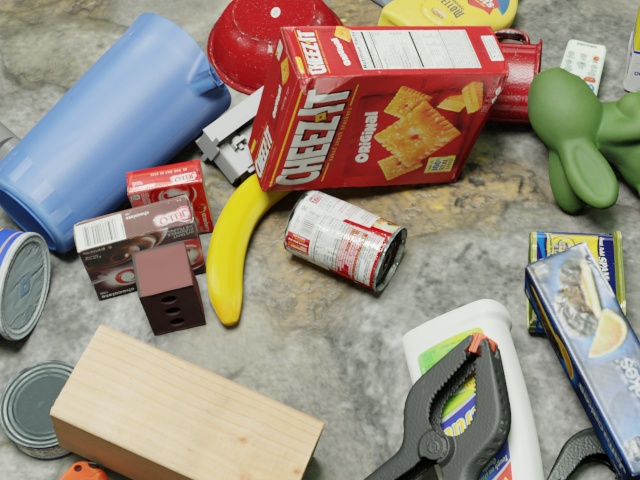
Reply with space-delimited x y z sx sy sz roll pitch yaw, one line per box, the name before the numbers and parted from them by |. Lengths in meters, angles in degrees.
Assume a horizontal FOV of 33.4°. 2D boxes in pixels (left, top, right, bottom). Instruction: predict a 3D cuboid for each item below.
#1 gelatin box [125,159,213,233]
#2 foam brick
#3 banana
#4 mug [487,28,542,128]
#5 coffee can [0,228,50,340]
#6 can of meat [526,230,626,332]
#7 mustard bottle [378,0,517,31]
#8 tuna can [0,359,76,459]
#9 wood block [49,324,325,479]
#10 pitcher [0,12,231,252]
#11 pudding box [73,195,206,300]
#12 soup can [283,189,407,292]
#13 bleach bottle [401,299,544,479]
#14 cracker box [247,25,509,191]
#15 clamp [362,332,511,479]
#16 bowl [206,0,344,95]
gelatin box | -0.147 -0.037 1.051 0.073 0.089 0.030 -9 57 -3
foam brick | -0.143 0.046 1.005 0.053 0.078 0.051 -14 58 -4
banana | -0.072 -0.008 1.059 0.070 0.037 0.197 20 60 16
mug | 0.189 -0.176 1.123 0.081 0.093 0.117 5 63 12
coffee can | -0.342 0.032 1.009 0.140 0.103 0.102 10 58 9
can of meat | 0.237 0.040 1.000 0.084 0.057 0.102 2 58 6
mustard bottle | 0.162 -0.259 1.190 0.191 0.058 0.096 -35 71 -25
tuna can | -0.245 0.153 0.966 0.086 0.034 0.086 -2 57 2
wood block | -0.111 0.163 0.898 0.206 0.091 0.090 23 60 5
pitcher | -0.221 -0.107 1.089 0.145 0.149 0.242 39 69 8
pudding box | -0.171 0.008 1.023 0.113 0.090 0.039 -13 56 -5
soup can | 0.024 0.000 1.031 0.102 0.068 0.068 24 61 17
bleach bottle | 0.146 0.181 0.900 0.103 0.068 0.251 -26 57 18
cracker box | 0.053 -0.123 1.022 0.213 0.164 0.072 -5 55 -20
clamp | 0.106 0.179 0.864 0.165 0.036 0.210 24 85 38
bowl | -0.050 -0.238 1.197 0.162 0.055 0.162 -1 58 2
